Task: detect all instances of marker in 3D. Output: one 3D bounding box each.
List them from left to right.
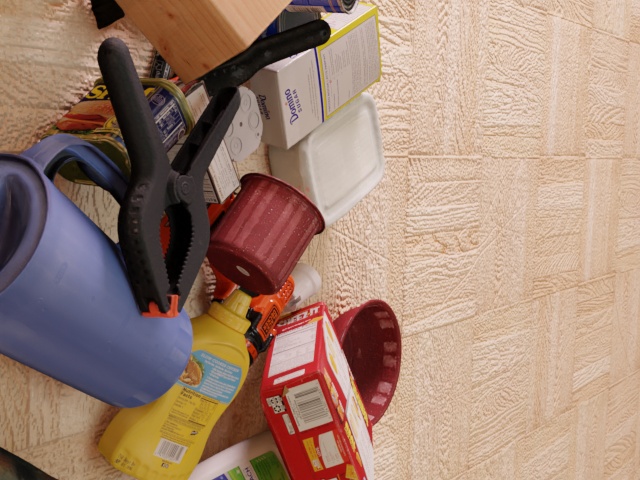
[{"bbox_3d":[-0.143,-0.185,0.998,0.020,0.020,0.121,30,69,-56],"label":"marker"}]

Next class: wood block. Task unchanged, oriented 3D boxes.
[{"bbox_3d":[-0.129,-0.245,0.874,0.206,0.090,0.090,51,49,-18],"label":"wood block"}]

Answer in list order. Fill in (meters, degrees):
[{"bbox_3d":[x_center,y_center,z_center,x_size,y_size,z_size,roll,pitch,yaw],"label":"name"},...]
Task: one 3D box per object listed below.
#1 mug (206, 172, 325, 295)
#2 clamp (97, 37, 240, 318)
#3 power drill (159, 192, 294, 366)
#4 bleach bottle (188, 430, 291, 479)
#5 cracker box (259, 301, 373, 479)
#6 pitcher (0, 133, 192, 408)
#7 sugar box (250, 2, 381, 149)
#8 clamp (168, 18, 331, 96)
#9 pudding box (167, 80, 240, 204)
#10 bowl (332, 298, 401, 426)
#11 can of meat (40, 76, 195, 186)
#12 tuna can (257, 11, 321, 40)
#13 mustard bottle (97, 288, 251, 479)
[{"bbox_3d":[-0.057,0.001,1.004,0.081,0.093,0.117,-59,177,-23],"label":"mug"},{"bbox_3d":[-0.125,-0.047,0.830,0.164,0.036,0.210,24,69,-56],"label":"clamp"},{"bbox_3d":[-0.106,0.053,1.062,0.184,0.057,0.187,-59,142,-35],"label":"power drill"},{"bbox_3d":[-0.118,0.277,1.042,0.250,0.068,0.102,-22,90,-47],"label":"bleach bottle"},{"bbox_3d":[-0.001,0.178,1.118,0.213,0.072,0.164,-85,155,-75],"label":"cracker box"},{"bbox_3d":[-0.196,0.037,0.842,0.242,0.149,0.145,48,27,-54],"label":"pitcher"},{"bbox_3d":[-0.002,-0.179,1.139,0.176,0.048,0.093,-38,135,-37],"label":"sugar box"},{"bbox_3d":[-0.071,-0.175,1.024,0.171,0.120,0.039,-46,121,-43],"label":"clamp"},{"bbox_3d":[-0.131,-0.089,0.965,0.039,0.090,0.113,-53,136,-40],"label":"pudding box"},{"bbox_3d":[0.039,0.149,1.306,0.161,0.055,0.162,-13,106,-57],"label":"bowl"},{"bbox_3d":[-0.171,-0.090,0.892,0.083,0.102,0.057,-54,138,-36],"label":"can of meat"},{"bbox_3d":[-0.034,-0.232,1.153,0.086,0.034,0.086,-13,106,-57],"label":"tuna can"},{"bbox_3d":[-0.120,0.131,0.987,0.096,0.058,0.191,32,89,-41],"label":"mustard bottle"}]
